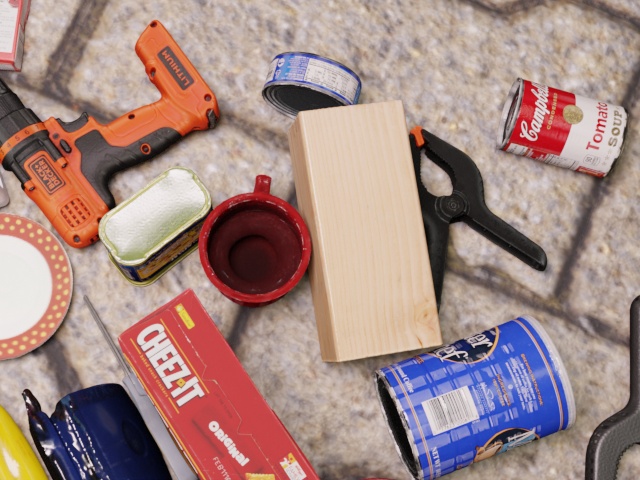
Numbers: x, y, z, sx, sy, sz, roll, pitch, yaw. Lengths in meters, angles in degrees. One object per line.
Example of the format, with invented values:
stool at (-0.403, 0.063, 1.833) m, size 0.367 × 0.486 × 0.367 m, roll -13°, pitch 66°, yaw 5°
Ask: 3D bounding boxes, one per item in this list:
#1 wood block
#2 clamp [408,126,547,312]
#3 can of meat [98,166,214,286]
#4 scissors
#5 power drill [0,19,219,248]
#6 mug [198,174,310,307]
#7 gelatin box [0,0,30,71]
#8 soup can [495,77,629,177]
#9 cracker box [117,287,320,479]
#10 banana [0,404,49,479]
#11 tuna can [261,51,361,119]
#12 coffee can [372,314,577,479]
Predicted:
wood block at (0.035, -0.005, 0.908) m, size 0.090 × 0.090 × 0.206 m, roll -8°, pitch 85°, yaw -10°
clamp at (0.111, -0.018, 0.958) m, size 0.120 × 0.039 × 0.171 m, roll -30°, pitch 77°, yaw -15°
can of meat at (-0.139, -0.013, 0.918) m, size 0.102 × 0.084 × 0.057 m, roll -38°, pitch 83°, yaw -10°
scissors at (-0.150, 0.138, 0.912) m, size 0.016 × 0.096 × 0.202 m, roll -30°, pitch 51°, yaw -11°
power drill at (-0.199, -0.113, 0.950) m, size 0.187 × 0.057 × 0.184 m, roll -37°, pitch 87°, yaw -7°
mug at (-0.056, 0.001, 0.921) m, size 0.093 × 0.081 × 0.117 m, roll 4°, pitch 78°, yaw -3°
gelatin box at (-0.307, -0.202, 0.974) m, size 0.073 × 0.030 × 0.089 m, roll 5°, pitch 78°, yaw -1°
soup can at (0.218, -0.102, 0.967) m, size 0.102 × 0.068 × 0.068 m, roll 16°, pitch 78°, yaw -1°
cracker box at (-0.079, 0.136, 0.824) m, size 0.072 × 0.214 × 0.164 m, roll -34°, pitch 83°, yaw -10°
banana at (-0.242, 0.207, 0.871) m, size 0.037 × 0.069 × 0.198 m, roll -32°, pitch 76°, yaw -2°
tuna can at (-0.007, -0.134, 0.950) m, size 0.086 × 0.086 × 0.033 m, roll 15°, pitch 76°, yaw 0°
coffee can at (0.127, 0.133, 0.895) m, size 0.140 × 0.103 × 0.103 m, roll -19°, pitch 80°, yaw -7°
